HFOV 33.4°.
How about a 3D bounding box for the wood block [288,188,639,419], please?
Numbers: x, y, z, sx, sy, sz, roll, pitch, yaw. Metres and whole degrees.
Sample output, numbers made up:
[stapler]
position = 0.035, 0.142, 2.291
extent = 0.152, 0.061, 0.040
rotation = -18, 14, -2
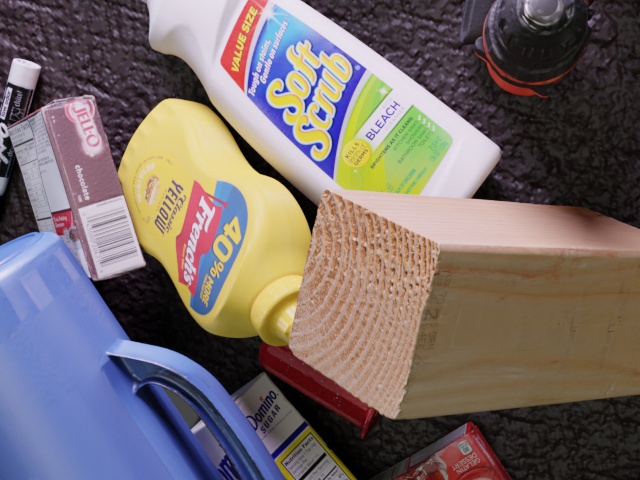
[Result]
[wood block]
position = 0.097, 0.032, 0.572
extent = 0.091, 0.205, 0.090
rotation = 27, 109, 48

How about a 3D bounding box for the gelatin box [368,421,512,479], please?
[gelatin box]
position = 0.083, 0.172, 0.696
extent = 0.089, 0.030, 0.073
rotation = -34, 92, 16

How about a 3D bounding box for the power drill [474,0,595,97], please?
[power drill]
position = 0.148, -0.163, 0.552
extent = 0.057, 0.184, 0.188
rotation = 35, 96, 4

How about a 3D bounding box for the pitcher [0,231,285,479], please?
[pitcher]
position = -0.136, 0.117, 0.633
extent = 0.149, 0.145, 0.243
rotation = -33, 104, -22

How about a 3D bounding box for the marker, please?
[marker]
position = -0.215, -0.063, 0.724
extent = 0.020, 0.020, 0.121
rotation = 22, 104, 8

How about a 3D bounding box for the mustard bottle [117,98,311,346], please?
[mustard bottle]
position = -0.054, 0.001, 0.629
extent = 0.192, 0.058, 0.096
rotation = 46, 118, 40

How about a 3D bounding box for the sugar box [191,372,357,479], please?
[sugar box]
position = -0.010, 0.176, 0.689
extent = 0.176, 0.048, 0.093
rotation = 47, 141, 0

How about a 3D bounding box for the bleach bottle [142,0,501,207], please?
[bleach bottle]
position = -0.018, -0.088, 0.650
extent = 0.251, 0.068, 0.102
rotation = 36, 87, 6

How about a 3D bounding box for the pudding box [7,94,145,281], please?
[pudding box]
position = -0.158, -0.030, 0.683
extent = 0.039, 0.090, 0.113
rotation = -17, 97, -28

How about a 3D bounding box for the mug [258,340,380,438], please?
[mug]
position = 0.017, 0.055, 0.652
extent = 0.081, 0.093, 0.117
rotation = 29, 144, 11
